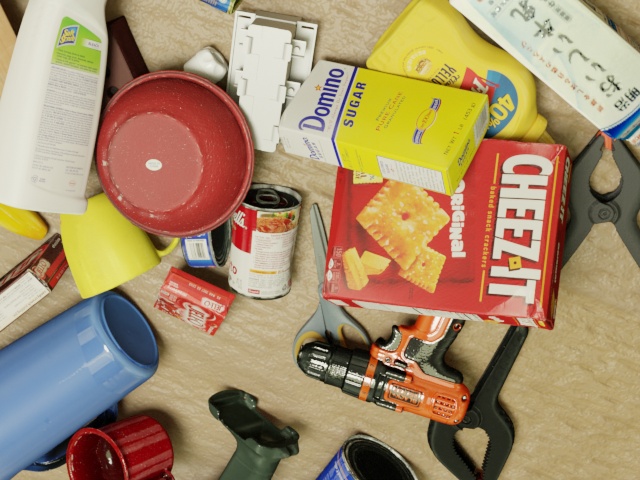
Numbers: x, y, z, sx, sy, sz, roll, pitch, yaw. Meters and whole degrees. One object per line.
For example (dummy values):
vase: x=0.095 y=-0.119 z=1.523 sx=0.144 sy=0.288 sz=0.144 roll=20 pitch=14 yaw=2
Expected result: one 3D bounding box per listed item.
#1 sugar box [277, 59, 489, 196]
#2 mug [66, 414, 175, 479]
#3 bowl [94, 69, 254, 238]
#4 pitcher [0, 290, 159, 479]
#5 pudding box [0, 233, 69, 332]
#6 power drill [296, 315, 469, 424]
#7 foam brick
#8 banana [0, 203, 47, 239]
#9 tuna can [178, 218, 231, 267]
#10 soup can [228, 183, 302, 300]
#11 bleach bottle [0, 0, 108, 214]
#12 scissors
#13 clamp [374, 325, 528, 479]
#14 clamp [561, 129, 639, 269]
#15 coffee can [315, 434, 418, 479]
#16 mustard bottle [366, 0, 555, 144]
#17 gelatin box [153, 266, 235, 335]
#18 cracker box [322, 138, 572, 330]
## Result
sugar box: x=0.057 y=-0.107 z=0.977 sx=0.176 sy=0.093 sz=0.048 roll=17 pitch=150 yaw=24
mug: x=-0.204 y=0.242 z=1.151 sx=0.117 sy=0.081 sz=0.093 roll=28 pitch=113 yaw=29
bowl: x=-0.146 y=-0.076 z=0.996 sx=0.162 sy=0.055 sz=0.162 roll=2 pitch=102 yaw=11
pitcher: x=-0.291 y=0.163 z=1.161 sx=0.243 sy=0.149 sz=0.145 roll=-33 pitch=84 yaw=15
pudding box: x=-0.318 y=0.051 z=1.128 sx=0.114 sy=0.090 sz=0.039 roll=-38 pitch=105 yaw=20
power drill: x=0.083 y=0.082 z=1.093 sx=0.184 sy=0.057 sz=0.188 roll=17 pitch=104 yaw=3
foam brick: x=-0.204 y=-0.170 z=1.039 sx=0.053 sy=0.051 sz=0.078 roll=-18 pitch=110 yaw=14
banana: x=-0.351 y=-0.081 z=1.103 sx=0.070 sy=0.037 sz=0.198 roll=-14 pitch=111 yaw=13
tuna can: x=-0.116 y=-0.015 z=1.077 sx=0.034 sy=0.086 sz=0.086 roll=-1 pitch=113 yaw=9
soup can: x=-0.057 y=0.001 z=1.087 sx=0.068 sy=0.068 sz=0.102 roll=8 pitch=114 yaw=3
bleach bottle: x=-0.235 y=-0.153 z=0.973 sx=0.068 sy=0.102 sz=0.251 roll=19 pitch=98 yaw=31
scissors: x=-0.008 y=0.065 z=1.136 sx=0.096 sy=0.016 sz=0.201 roll=-20 pitch=107 yaw=16
clamp: x=0.166 y=0.179 z=1.153 sx=0.165 sy=0.036 sz=0.210 roll=-17 pitch=106 yaw=14
clamp: x=0.288 y=-0.025 z=1.049 sx=0.120 sy=0.039 sz=0.171 roll=7 pitch=114 yaw=2
coffee can: x=0.030 y=0.301 z=1.186 sx=0.102 sy=0.102 sz=0.140 roll=32 pitch=113 yaw=-7
mustard bottle: x=0.144 y=-0.143 z=1.003 sx=0.191 sy=0.058 sz=0.096 roll=37 pitch=130 yaw=-10
gelatin box: x=-0.133 y=0.065 z=1.116 sx=0.073 sy=0.089 sz=0.030 roll=26 pitch=69 yaw=-5
cracker box: x=0.117 y=-0.011 z=0.998 sx=0.214 sy=0.072 sz=0.164 roll=5 pitch=82 yaw=19
